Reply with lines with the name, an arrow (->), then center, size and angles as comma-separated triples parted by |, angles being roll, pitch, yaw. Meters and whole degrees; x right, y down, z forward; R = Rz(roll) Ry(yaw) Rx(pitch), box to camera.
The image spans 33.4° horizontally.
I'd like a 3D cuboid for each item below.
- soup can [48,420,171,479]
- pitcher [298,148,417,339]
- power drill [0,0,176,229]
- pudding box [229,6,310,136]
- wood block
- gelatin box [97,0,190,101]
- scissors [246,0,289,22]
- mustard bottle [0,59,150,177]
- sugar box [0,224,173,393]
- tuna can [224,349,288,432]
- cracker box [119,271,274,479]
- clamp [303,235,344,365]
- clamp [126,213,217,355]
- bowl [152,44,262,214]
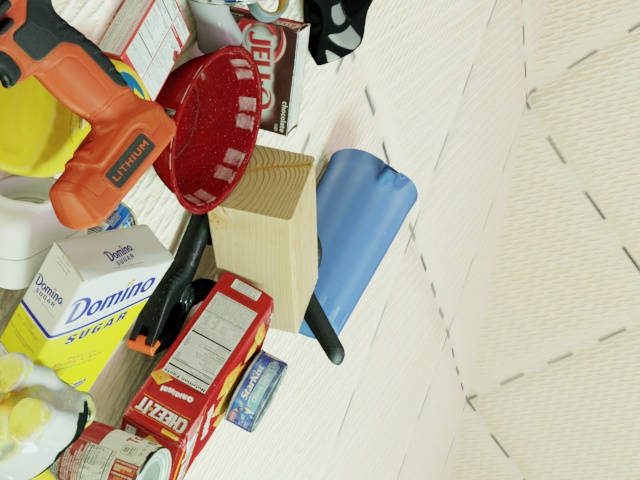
soup can -> -0.195, 0.203, 0.967 | 0.068, 0.102, 0.068 | 16, 90, -72
pitcher -> 0.022, 0.010, 1.437 | 0.242, 0.145, 0.149 | -62, 147, -23
power drill -> -0.191, -0.096, 0.683 | 0.184, 0.057, 0.187 | -54, 127, -27
pudding box -> -0.062, -0.170, 1.065 | 0.039, 0.090, 0.113 | -48, 150, -55
wood block -> -0.058, 0.001, 1.145 | 0.206, 0.091, 0.090 | 88, 18, -52
gelatin box -> -0.149, -0.169, 0.904 | 0.073, 0.030, 0.089 | 69, 40, -60
scissors -> -0.032, -0.277, 1.057 | 0.201, 0.096, 0.016 | -35, -175, -42
mustard bottle -> -0.179, -0.095, 0.832 | 0.191, 0.058, 0.096 | -4, 104, -71
sugar box -> -0.191, 0.068, 0.812 | 0.093, 0.048, 0.176 | -15, 150, -53
tuna can -> -0.068, 0.162, 1.145 | 0.086, 0.034, 0.086 | -61, 174, -12
cracker box -> -0.133, 0.162, 1.112 | 0.213, 0.072, 0.164 | -58, 172, -43
clamp -> -0.034, 0.052, 1.274 | 0.036, 0.165, 0.210 | 16, 80, -59
clamp -> -0.146, 0.059, 1.101 | 0.120, 0.039, 0.171 | 80, 30, -47
bowl -> -0.117, -0.109, 1.001 | 0.161, 0.055, 0.162 | -49, 148, -45
